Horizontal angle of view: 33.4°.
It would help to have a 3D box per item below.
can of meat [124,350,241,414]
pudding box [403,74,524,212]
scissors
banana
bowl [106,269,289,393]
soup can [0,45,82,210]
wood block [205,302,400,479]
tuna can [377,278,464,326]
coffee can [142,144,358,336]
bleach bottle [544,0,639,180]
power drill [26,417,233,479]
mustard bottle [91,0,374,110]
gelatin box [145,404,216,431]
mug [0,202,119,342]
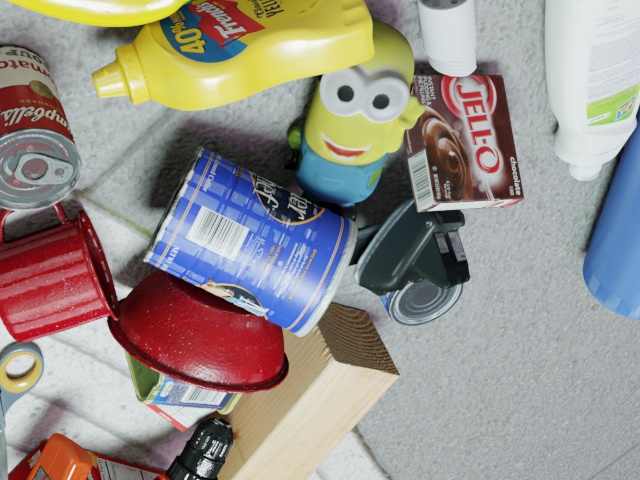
[{"bbox_3d":[-0.124,0.103,0.957,0.083,0.102,0.058,11,126,-34],"label":"can of meat"},{"bbox_3d":[0.116,-0.082,0.893,0.089,0.113,0.039,-4,172,-24],"label":"pudding box"},{"bbox_3d":[-0.285,0.158,0.989,0.096,0.016,0.202,-21,139,-9],"label":"scissors"},{"bbox_3d":[-0.174,-0.174,0.686,0.197,0.037,0.070,10,141,-23],"label":"banana"},{"bbox_3d":[-0.094,0.063,0.899,0.161,0.162,0.055,8,112,-34],"label":"bowl"},{"bbox_3d":[-0.206,-0.078,0.726,0.068,0.102,0.068,-15,137,-15],"label":"soup can"},{"bbox_3d":[-0.027,0.165,1.079,0.090,0.091,0.206,17,123,-38],"label":"wood block"},{"bbox_3d":[0.100,0.046,1.069,0.086,0.034,0.086,-15,137,-15],"label":"tuna can"},{"bbox_3d":[-0.056,0.001,0.846,0.140,0.102,0.103,26,120,-10],"label":"coffee can"},{"bbox_3d":[0.236,-0.146,0.928,0.102,0.068,0.251,-19,140,-10],"label":"bleach bottle"},{"bbox_3d":[-0.184,0.239,1.016,0.187,0.057,0.184,25,94,-43],"label":"power drill"},{"bbox_3d":[-0.066,-0.137,0.747,0.191,0.096,0.058,-19,138,-10],"label":"mustard bottle"},{"bbox_3d":[-0.123,0.141,1.049,0.089,0.030,0.073,-34,137,7],"label":"gelatin box"},{"bbox_3d":[-0.216,0.021,0.842,0.081,0.093,0.117,-18,107,-4],"label":"mug"}]
